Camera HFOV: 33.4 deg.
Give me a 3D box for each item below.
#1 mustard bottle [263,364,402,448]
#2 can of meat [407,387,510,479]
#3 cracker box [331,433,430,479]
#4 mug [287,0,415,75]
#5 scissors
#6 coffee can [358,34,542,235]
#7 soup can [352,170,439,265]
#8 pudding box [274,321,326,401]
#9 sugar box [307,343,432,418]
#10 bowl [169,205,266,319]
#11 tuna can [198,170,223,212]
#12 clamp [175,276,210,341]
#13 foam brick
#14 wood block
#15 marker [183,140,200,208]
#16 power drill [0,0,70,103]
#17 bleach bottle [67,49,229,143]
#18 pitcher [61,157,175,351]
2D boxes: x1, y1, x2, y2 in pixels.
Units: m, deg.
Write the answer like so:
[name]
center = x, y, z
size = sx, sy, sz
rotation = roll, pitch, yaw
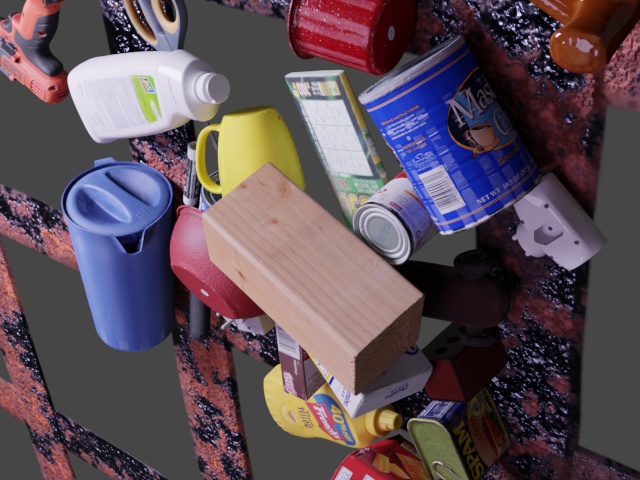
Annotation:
[mustard bottle]
center = 0.021, 0.205, 1.290
size = 0.192, 0.058, 0.096
rotation = 3, 123, 44
[can of meat]
center = 0.150, 0.209, 1.140
size = 0.058, 0.083, 0.102
rotation = -4, 117, 47
[cracker box]
center = 0.130, 0.306, 1.178
size = 0.214, 0.164, 0.072
rotation = 32, 101, 23
[mug]
center = 0.034, -0.204, 0.931
size = 0.082, 0.093, 0.117
rotation = 22, 98, 25
[scissors]
center = -0.147, -0.198, 1.166
size = 0.096, 0.016, 0.202
rotation = -26, 101, 52
[coffee can]
center = 0.112, -0.090, 0.920
size = 0.103, 0.102, 0.140
rotation = -20, 105, 51
[soup can]
center = 0.086, -0.030, 0.996
size = 0.069, 0.102, 0.068
rotation = 27, 137, 28
[pudding box]
center = -0.007, 0.113, 1.217
size = 0.039, 0.089, 0.113
rotation = 22, 133, 30
[sugar box]
center = 0.025, 0.085, 1.067
size = 0.176, 0.093, 0.048
rotation = 51, 141, 29
[bowl]
center = -0.110, 0.036, 1.161
size = 0.162, 0.055, 0.162
rotation = 36, 163, 13
[tuna can]
center = -0.091, -0.042, 1.179
size = 0.086, 0.086, 0.034
rotation = 33, 137, 23
[clamp]
center = -0.146, 0.038, 1.305
size = 0.172, 0.039, 0.120
rotation = 108, 146, -48
[foam brick]
center = 0.143, 0.122, 1.083
size = 0.053, 0.078, 0.051
rotation = -5, 114, 47
[wood block]
center = -0.009, 0.035, 1.005
size = 0.206, 0.090, 0.091
rotation = 41, 158, 23
[marker]
center = -0.153, -0.068, 1.275
size = 0.020, 0.020, 0.121
rotation = 35, 140, 20
[power drill]
center = -0.368, -0.278, 1.293
size = 0.184, 0.057, 0.188
rotation = 39, 144, 9
[bleach bottle]
center = -0.181, -0.157, 1.172
size = 0.251, 0.068, 0.102
rotation = 8, 128, 49
[pitcher]
center = -0.251, 0.021, 1.373
size = 0.145, 0.149, 0.243
rotation = 18, 137, 15
